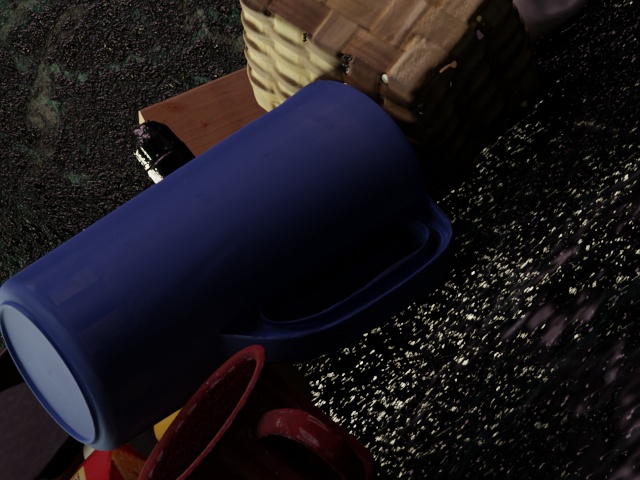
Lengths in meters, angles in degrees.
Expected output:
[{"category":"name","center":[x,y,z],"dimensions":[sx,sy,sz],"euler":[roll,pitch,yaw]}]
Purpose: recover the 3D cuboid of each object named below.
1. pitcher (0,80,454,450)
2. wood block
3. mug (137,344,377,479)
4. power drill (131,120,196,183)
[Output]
[{"category":"pitcher","center":[-0.051,0.017,0.616],"dimensions":[0.242,0.145,0.149],"euler":[-34,0,-30]},{"category":"wood block","center":[-0.085,-0.126,1.167],"dimensions":[0.206,0.090,0.091],"euler":[-25,-13,-15]},{"category":"mug","center":[-0.021,0.106,0.496],"dimensions":[0.117,0.081,0.093],"euler":[-34,19,51]},{"category":"power drill","center":[-0.049,-0.071,0.937],"dimensions":[0.188,0.184,0.057],"euler":[-38,10,10]}]
